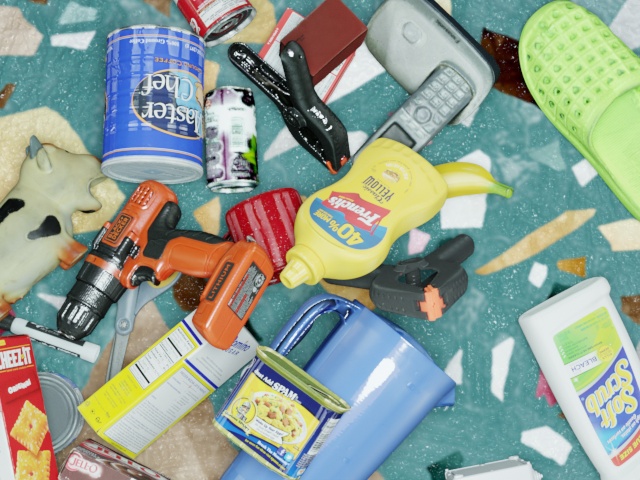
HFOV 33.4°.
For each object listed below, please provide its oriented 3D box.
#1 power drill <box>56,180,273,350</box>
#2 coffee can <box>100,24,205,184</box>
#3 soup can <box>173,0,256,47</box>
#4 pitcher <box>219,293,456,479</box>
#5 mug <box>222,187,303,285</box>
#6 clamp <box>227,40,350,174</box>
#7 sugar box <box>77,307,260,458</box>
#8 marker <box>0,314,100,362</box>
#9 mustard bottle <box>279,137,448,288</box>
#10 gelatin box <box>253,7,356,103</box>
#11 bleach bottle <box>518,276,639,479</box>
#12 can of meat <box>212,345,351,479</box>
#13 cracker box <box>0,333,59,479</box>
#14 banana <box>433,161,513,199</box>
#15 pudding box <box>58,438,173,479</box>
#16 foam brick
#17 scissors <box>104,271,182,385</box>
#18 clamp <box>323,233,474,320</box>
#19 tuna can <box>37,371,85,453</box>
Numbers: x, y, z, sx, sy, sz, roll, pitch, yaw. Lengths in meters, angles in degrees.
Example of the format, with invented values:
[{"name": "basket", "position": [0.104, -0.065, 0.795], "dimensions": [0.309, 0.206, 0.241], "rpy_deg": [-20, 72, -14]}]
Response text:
[{"name": "power drill", "position": [-0.154, 0.039, 1.043], "dimensions": [0.188, 0.057, 0.184], "rpy_deg": [21, 73, 31]}, {"name": "coffee can", "position": [-0.170, -0.136, 1.091], "dimensions": [0.103, 0.103, 0.140], "rpy_deg": [1, 81, -2]}, {"name": "soup can", "position": [-0.123, -0.265, 1.126], "dimensions": [0.068, 0.068, 0.102], "rpy_deg": [-33, 86, -5]}, {"name": "pitcher", "position": [0.004, 0.180, 1.062], "dimensions": [0.149, 0.145, 0.243], "rpy_deg": [39, 87, 28]}, {"name": "mug", "position": [-0.057, 0.001, 1.102], "dimensions": [0.117, 0.093, 0.081], "rpy_deg": [-26, 80, 31]}, {"name": "clamp", "position": [-0.017, -0.139, 1.089], "dimensions": [0.039, 0.120, 0.171], "rpy_deg": [-47, 112, -13]}, {"name": "sugar box", "position": [-0.149, 0.138, 1.075], "dimensions": [0.176, 0.093, 0.048], "rpy_deg": [-41, 61, -7]}, {"name": "marker", "position": [-0.289, 0.098, 1.112], "dimensions": [0.121, 0.020, 0.020], "rpy_deg": [20, 84, 0]}, {"name": "mustard bottle", "position": [0.032, -0.017, 1.044], "dimensions": [0.096, 0.058, 0.191], "rpy_deg": [39, 62, 19]}, {"name": "gelatin box", "position": [-0.017, -0.194, 1.142], "dimensions": [0.089, 0.030, 0.073], "rpy_deg": [31, 83, 1]}, {"name": "bleach bottle", "position": [0.306, 0.170, 1.106], "dimensions": [0.102, 0.068, 0.251], "rpy_deg": [-28, 89, -4]}, {"name": "can of meat", "position": [-0.037, 0.160, 0.987], "dimensions": [0.102, 0.057, 0.084], "rpy_deg": [34, 92, 16]}, {"name": "cracker box", "position": [-0.345, 0.213, 1.049], "dimensions": [0.164, 0.072, 0.214], "rpy_deg": [-14, 85, 23]}, {"name": "banana", "position": [0.098, -0.039, 1.118], "dimensions": [0.198, 0.070, 0.037], "rpy_deg": [-22, 126, -2]}, {"name": "pudding box", "position": [-0.198, 0.241, 1.067], "dimensions": [0.113, 0.090, 0.039], "rpy_deg": [29, 86, 0]}, {"name": "foam brick", "position": [0.002, -0.205, 1.102], "dimensions": [0.078, 0.051, 0.053], "rpy_deg": [-41, 86, -7]}, {"name": "scissors", "position": [-0.186, 0.080, 1.119], "dimensions": [0.096, 0.016, 0.202], "rpy_deg": [-4, 85, -2]}, {"name": "clamp", "position": [0.099, 0.034, 1.048], "dimensions": [0.164, 0.210, 0.036], "rpy_deg": [-14, 103, -10]}, {"name": "tuna can", "position": [-0.286, 0.178, 1.098], "dimensions": [0.086, 0.034, 0.086], "rpy_deg": [0, 85, -2]}]
